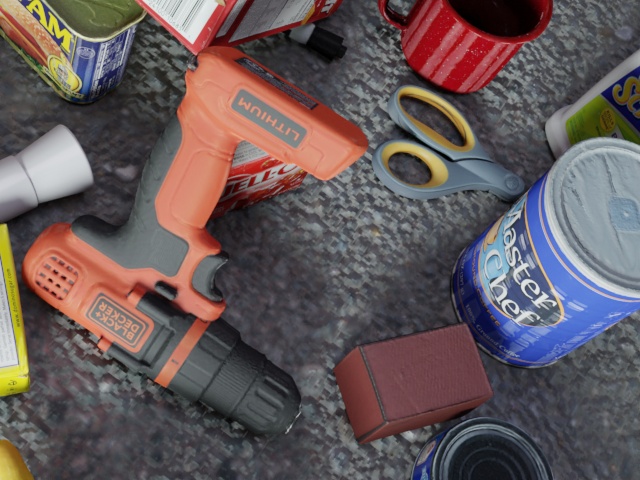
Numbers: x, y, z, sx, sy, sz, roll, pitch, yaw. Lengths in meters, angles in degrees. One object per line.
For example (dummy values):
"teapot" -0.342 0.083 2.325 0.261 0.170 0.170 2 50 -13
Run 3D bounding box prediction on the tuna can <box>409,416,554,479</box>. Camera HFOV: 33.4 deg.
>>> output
"tuna can" 0.101 0.153 0.658 0.086 0.034 0.086 8 64 -16

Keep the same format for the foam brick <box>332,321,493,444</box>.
"foam brick" 0.057 0.088 0.663 0.078 0.053 0.051 -10 69 -24

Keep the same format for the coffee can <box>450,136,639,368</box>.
"coffee can" 0.158 0.012 0.682 0.102 0.140 0.103 8 64 -16

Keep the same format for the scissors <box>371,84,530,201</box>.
"scissors" 0.119 -0.031 0.762 0.202 0.016 0.096 42 61 3

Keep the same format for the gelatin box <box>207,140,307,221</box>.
"gelatin box" -0.044 -0.048 0.679 0.089 0.073 0.030 -22 75 -27

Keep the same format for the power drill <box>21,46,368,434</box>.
"power drill" -0.054 0.001 0.604 0.184 0.057 0.188 33 104 -4

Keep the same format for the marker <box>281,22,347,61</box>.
"marker" -0.036 -0.163 0.768 0.121 0.020 0.020 28 60 -6

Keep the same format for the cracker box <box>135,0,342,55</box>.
"cracker box" -0.073 -0.209 0.688 0.164 0.072 0.213 41 28 5

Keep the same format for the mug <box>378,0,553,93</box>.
"mug" 0.098 -0.163 0.779 0.117 0.082 0.093 12 63 -14

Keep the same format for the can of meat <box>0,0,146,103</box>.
"can of meat" -0.163 -0.147 0.679 0.102 0.084 0.057 46 60 5
